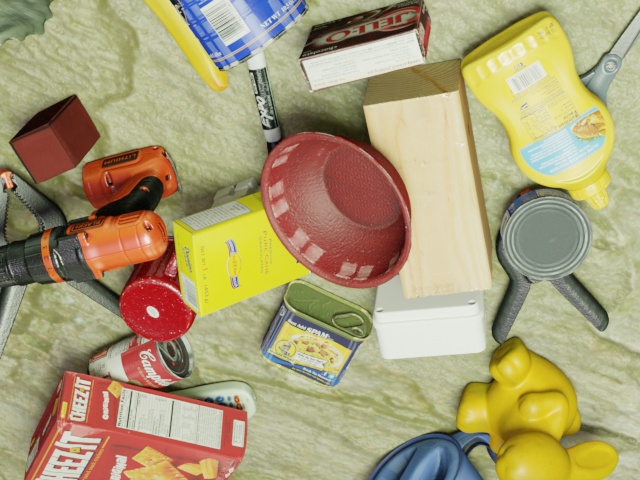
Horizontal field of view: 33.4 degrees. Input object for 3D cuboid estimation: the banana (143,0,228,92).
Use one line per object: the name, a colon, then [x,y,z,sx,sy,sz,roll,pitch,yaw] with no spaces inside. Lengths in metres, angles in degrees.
banana: [-0.151,-0.222,0.995,0.037,0.069,0.197,-21,129,35]

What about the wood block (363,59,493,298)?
wood block: [0.108,-0.058,1.032,0.090,0.090,0.206,-7,117,13]

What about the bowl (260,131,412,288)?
bowl: [0.025,-0.037,0.985,0.162,0.055,0.162,20,130,26]

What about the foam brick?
foam brick: [-0.267,-0.102,1.076,0.053,0.078,0.051,-20,114,21]

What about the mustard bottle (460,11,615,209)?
mustard bottle: [0.216,-0.108,0.986,0.096,0.058,0.191,-31,109,13]

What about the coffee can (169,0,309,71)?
coffee can: [-0.091,-0.239,0.957,0.103,0.102,0.140,-28,111,22]

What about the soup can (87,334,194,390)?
soup can: [-0.204,0.141,1.207,0.102,0.068,0.068,-24,112,21]

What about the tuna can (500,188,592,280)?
tuna can: [0.219,-0.007,1.038,0.086,0.033,0.086,1,110,3]

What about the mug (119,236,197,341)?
mug: [-0.162,0.046,1.138,0.093,0.081,0.117,25,120,-5]

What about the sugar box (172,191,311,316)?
sugar box: [-0.057,0.001,1.057,0.175,0.048,0.093,-20,124,-28]

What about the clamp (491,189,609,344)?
clamp: [0.215,0.034,1.095,0.120,0.039,0.171,-19,108,12]

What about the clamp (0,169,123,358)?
clamp: [-0.317,0.029,1.145,0.164,0.036,0.210,-28,111,-21]

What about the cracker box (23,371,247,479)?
cracker box: [-0.210,0.238,1.210,0.213,0.072,0.164,16,138,-19]

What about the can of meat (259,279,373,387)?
can of meat: [-0.006,0.104,1.160,0.102,0.057,0.084,25,122,-4]

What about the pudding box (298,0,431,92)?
pudding box: [0.042,-0.179,0.975,0.114,0.090,0.039,-14,116,17]

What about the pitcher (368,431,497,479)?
pitcher: [0.175,0.340,1.231,0.149,0.145,0.242,-24,117,33]

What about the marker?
marker: [-0.053,-0.130,1.059,0.020,0.020,0.121,-6,118,12]

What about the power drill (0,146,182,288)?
power drill: [-0.223,-0.021,1.051,0.184,0.187,0.057,-10,118,13]
